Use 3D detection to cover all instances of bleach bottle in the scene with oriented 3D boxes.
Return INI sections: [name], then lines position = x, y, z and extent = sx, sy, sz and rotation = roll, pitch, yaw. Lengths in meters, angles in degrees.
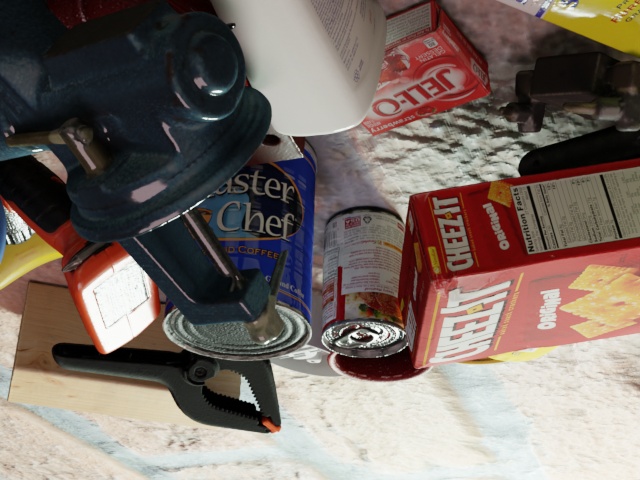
[bleach bottle]
position = -0.034, -0.165, 0.525
extent = 0.068, 0.102, 0.250
rotation = -4, 144, 20

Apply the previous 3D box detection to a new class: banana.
[banana]
position = -0.197, 0.007, 0.857
extent = 0.198, 0.069, 0.037
rotation = -15, 179, 15

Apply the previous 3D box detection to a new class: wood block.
[wood block]
position = -0.184, 0.113, 1.016
extent = 0.206, 0.091, 0.090
rotation = 10, 149, -15

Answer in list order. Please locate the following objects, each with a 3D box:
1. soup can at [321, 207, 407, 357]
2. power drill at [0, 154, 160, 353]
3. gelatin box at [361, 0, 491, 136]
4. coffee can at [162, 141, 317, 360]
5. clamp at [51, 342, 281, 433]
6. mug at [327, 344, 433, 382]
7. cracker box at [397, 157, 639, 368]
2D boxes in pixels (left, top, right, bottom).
[soup can]
position = 0.035, 0.033, 0.849
extent = 0.068, 0.102, 0.068
rotation = 1, 150, 1
[power drill]
position = -0.188, -0.011, 0.725
extent = 0.188, 0.057, 0.184
rotation = 42, 157, 22
[gelatin box]
position = 0.052, -0.107, 0.674
extent = 0.089, 0.030, 0.073
rotation = -16, 146, 29
[coffee can]
position = -0.055, 0.001, 0.758
extent = 0.103, 0.140, 0.103
rotation = 1, 150, 1
[clamp]
position = -0.104, 0.097, 0.935
extent = 0.209, 0.036, 0.165
rotation = 36, 108, -23
[mug]
position = 0.061, 0.074, 0.942
extent = 0.093, 0.081, 0.117
rotation = -21, 143, 34
[cracker box]
position = 0.167, 0.019, 0.734
extent = 0.213, 0.072, 0.164
rotation = -9, 153, -3
